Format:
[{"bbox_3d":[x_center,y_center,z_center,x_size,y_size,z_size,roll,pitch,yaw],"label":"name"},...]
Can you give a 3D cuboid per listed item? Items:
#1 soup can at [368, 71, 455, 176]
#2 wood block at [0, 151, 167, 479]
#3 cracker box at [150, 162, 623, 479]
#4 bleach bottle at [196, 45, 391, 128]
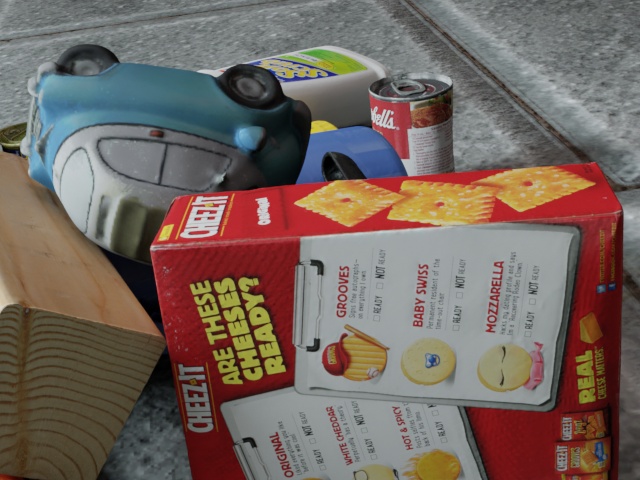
[{"bbox_3d":[0.078,-0.080,0.876,0.068,0.102,0.068,-6,25,2],"label":"soup can"},{"bbox_3d":[-0.176,0.027,0.574,0.090,0.091,0.206,18,17,-39],"label":"wood block"},{"bbox_3d":[0.037,0.054,0.534,0.214,0.164,0.072,-4,24,5],"label":"cracker box"},{"bbox_3d":[-0.043,-0.131,0.993,0.103,0.068,0.250,27,29,29],"label":"bleach bottle"}]
